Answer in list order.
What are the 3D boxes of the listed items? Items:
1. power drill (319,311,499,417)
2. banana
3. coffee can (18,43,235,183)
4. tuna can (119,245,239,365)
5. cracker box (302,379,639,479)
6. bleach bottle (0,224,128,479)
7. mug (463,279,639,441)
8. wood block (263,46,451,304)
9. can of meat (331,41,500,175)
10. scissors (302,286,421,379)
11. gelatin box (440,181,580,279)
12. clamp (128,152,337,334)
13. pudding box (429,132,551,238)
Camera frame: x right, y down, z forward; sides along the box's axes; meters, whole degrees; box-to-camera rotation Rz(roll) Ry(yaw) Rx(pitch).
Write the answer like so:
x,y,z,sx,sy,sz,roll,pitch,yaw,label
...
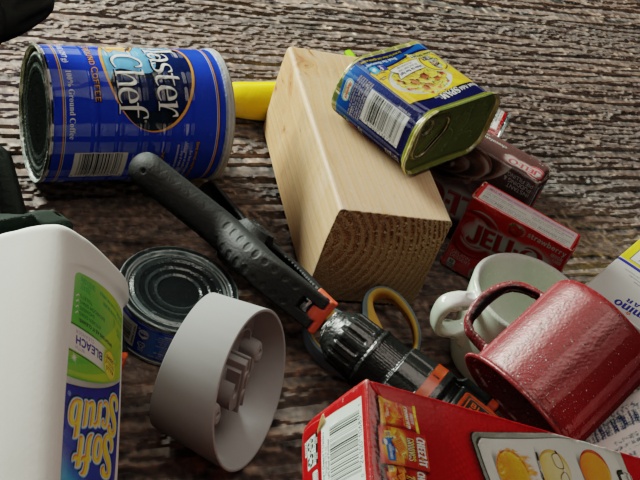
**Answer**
x,y,z,sx,sy,sz,roll,pitch,yaw,label
0.039,0.142,0.637,0.184,0.057,0.187,37,46,10,power drill
-0.018,-0.134,0.969,0.197,0.037,0.070,-20,36,-41,banana
-0.148,-0.096,0.810,0.140,0.103,0.103,-3,45,-27,coffee can
-0.099,0.043,0.725,0.086,0.034,0.086,12,40,-11,tuna can
0.094,0.179,0.540,0.213,0.072,0.164,20,49,-28,cracker box
-0.141,0.122,0.564,0.068,0.102,0.251,-13,61,9,bleach bottle
0.144,0.072,0.675,0.081,0.093,0.117,-42,61,-10,mug
0.022,-0.055,0.848,0.090,0.090,0.206,4,41,-20,wood block
0.071,-0.104,0.811,0.101,0.057,0.084,-23,54,-42,can of meat
0.040,0.111,0.724,0.096,0.016,0.202,3,47,-11,scissors
0.149,0.007,0.846,0.089,0.073,0.030,30,40,11,gelatin box
-0.055,0.001,0.768,0.171,0.039,0.120,43,12,11,clamp
0.121,-0.047,0.883,0.113,0.090,0.039,33,39,16,pudding box
